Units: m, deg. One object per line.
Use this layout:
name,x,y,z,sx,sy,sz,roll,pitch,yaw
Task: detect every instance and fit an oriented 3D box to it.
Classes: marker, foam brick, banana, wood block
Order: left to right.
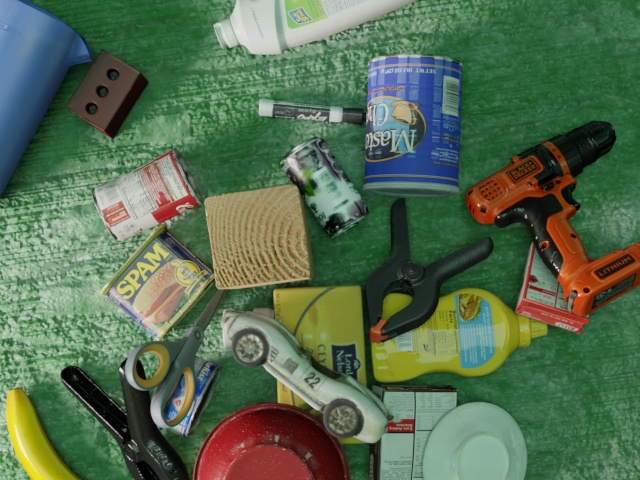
banana,-0.284,0.249,1.175,0.198,0.037,0.069,40,72,1
foam brick,-0.235,-0.161,1.179,0.053,0.051,0.078,31,89,3
wood block,-0.057,0.001,1.091,0.091,0.206,0.090,-8,88,1
marker,-0.008,-0.143,1.189,0.121,0.020,0.020,5,88,1

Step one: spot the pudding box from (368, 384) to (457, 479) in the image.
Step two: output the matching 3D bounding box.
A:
pudding box,0.101,0.213,1.154,0.090,0.039,0.113,3,90,-15

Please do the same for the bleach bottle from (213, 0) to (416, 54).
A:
bleach bottle,0.001,-0.277,1.173,0.251,0.068,0.102,-20,87,3

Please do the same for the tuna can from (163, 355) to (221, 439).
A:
tuna can,-0.139,0.168,1.147,0.034,0.086,0.086,24,89,4

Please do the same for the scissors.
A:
scissors,-0.146,0.095,1.104,0.016,0.096,0.201,-17,46,36

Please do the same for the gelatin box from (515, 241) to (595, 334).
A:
gelatin box,0.254,0.050,1.148,0.073,0.030,0.089,18,51,2

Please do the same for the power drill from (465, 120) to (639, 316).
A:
power drill,0.274,-0.027,1.129,0.184,0.057,0.188,-30,61,-5

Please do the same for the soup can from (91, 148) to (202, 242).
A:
soup can,-0.189,-0.049,1.165,0.102,0.068,0.068,-26,87,1

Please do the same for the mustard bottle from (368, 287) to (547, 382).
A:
mustard bottle,0.149,0.100,1.156,0.191,0.058,0.096,-4,80,1

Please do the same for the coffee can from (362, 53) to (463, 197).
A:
coffee can,0.099,-0.120,1.143,0.103,0.103,0.140,2,88,1

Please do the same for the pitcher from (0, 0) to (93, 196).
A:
pitcher,-0.370,-0.151,1.147,0.149,0.144,0.243,27,92,41

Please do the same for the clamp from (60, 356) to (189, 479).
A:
clamp,-0.199,0.213,1.147,0.036,0.165,0.210,-36,109,-35

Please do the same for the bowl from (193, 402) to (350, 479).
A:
bowl,-0.050,0.245,1.064,0.162,0.055,0.162,0,87,1

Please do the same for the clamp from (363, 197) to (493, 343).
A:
clamp,0.108,0.039,1.134,0.120,0.039,0.171,15,63,18

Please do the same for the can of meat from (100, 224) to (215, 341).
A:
can of meat,-0.175,0.048,1.168,0.084,0.057,0.102,42,89,0
